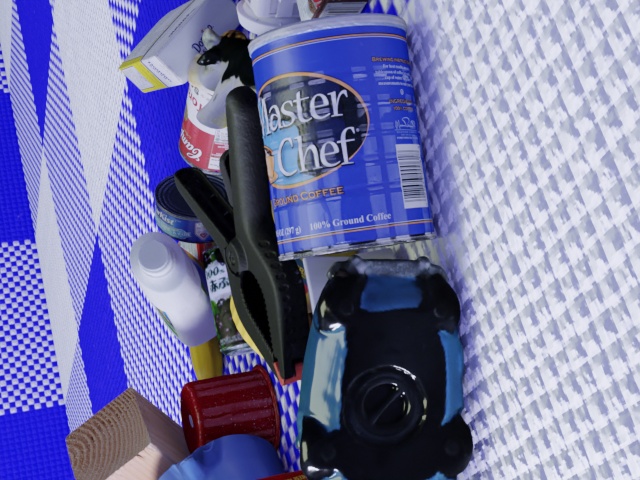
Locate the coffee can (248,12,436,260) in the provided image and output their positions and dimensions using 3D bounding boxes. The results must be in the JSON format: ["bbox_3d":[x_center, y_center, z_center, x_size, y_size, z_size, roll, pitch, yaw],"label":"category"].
[{"bbox_3d":[0.014,-0.063,0.683,0.103,0.102,0.140,168,94,-70],"label":"coffee can"}]

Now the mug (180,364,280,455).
[{"bbox_3d":[-0.093,0.189,1.082,0.093,0.081,0.117,-161,65,-67],"label":"mug"}]

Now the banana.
[{"bbox_3d":[-0.142,0.090,1.243,0.070,0.037,0.198,165,97,-68],"label":"banana"}]

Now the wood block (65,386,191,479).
[{"bbox_3d":[-0.159,0.255,1.113,0.206,0.091,0.090,49,-176,-40],"label":"wood block"}]

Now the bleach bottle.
[{"bbox_3d":[-0.151,0.039,1.079,0.102,0.068,0.251,55,173,14],"label":"bleach bottle"}]

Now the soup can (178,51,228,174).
[{"bbox_3d":[-0.093,-0.120,0.997,0.102,0.068,0.068,110,147,-49],"label":"soup can"}]

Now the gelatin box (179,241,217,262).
[{"bbox_3d":[-0.137,-0.021,1.202,0.089,0.030,0.073,-152,56,-65],"label":"gelatin box"}]

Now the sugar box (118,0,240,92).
[{"bbox_3d":[-0.141,-0.196,1.065,0.048,0.093,0.176,44,170,-21],"label":"sugar box"}]

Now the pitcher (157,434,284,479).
[{"bbox_3d":[-0.053,0.312,0.980,0.243,0.149,0.145,57,133,44],"label":"pitcher"}]

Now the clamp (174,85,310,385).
[{"bbox_3d":[-0.049,0.001,0.785,0.210,0.036,0.165,67,153,17],"label":"clamp"}]

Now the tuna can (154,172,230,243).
[{"bbox_3d":[-0.127,-0.034,1.090,0.086,0.086,0.034,-120,29,-47],"label":"tuna can"}]
